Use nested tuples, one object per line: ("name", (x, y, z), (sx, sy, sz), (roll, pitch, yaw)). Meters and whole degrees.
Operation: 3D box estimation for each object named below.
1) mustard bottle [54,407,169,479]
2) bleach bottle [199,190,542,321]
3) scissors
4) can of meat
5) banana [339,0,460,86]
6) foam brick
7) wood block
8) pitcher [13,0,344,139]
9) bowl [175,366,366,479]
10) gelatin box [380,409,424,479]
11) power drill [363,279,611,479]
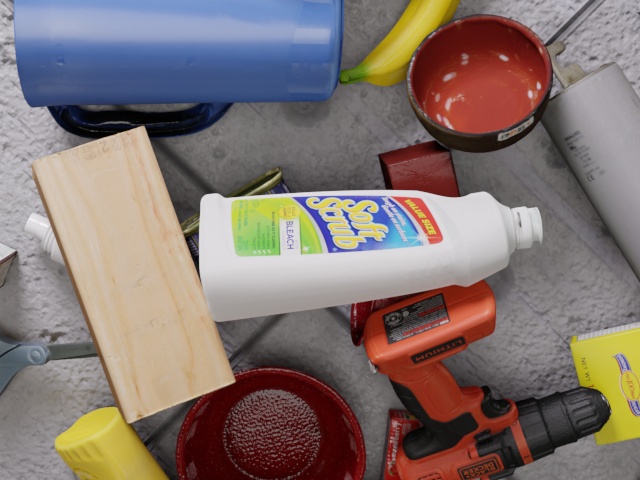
("mustard bottle", (-0.147, 0.234, 0.917), (0.058, 0.096, 0.191), (-41, 103, -34))
("bleach bottle", (0.038, -0.001, 0.803), (0.251, 0.102, 0.068), (-7, 133, 2))
("scissors", (-0.248, 0.113, 0.912), (0.202, 0.016, 0.096), (10, 108, 8))
("can of meat", (-0.056, 0.001, 0.889), (0.102, 0.057, 0.084), (-30, 102, 5))
("banana", (0.087, -0.198, 0.849), (0.037, 0.069, 0.198), (33, 98, 26))
("foam brick", (0.081, -0.047, 0.870), (0.051, 0.078, 0.053), (-14, 101, 0))
("wood block", (-0.148, 0.026, 0.835), (0.090, 0.091, 0.206), (-20, 93, -15))
("pitcher", (-0.108, -0.157, 0.830), (0.242, 0.149, 0.145), (2, 86, -4))
("bowl", (-0.042, 0.179, 0.924), (0.162, 0.055, 0.162), (0, 101, -1))
("gelatin box", (0.092, 0.198, 0.943), (0.073, 0.030, 0.089), (6, 101, -2))
("power drill", (0.127, 0.117, 0.850), (0.184, 0.057, 0.187), (-22, 124, 7))
